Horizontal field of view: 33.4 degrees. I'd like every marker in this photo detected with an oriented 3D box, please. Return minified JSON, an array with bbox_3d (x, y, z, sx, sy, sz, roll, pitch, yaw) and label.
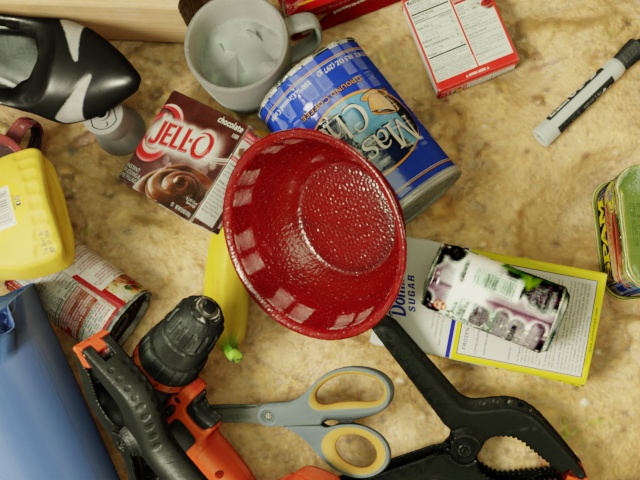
[{"bbox_3d":[0.228,-0.126,0.897,0.121,0.020,0.020,-43,82,-2],"label":"marker"}]

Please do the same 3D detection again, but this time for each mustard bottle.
[{"bbox_3d":[-0.288,0.003,0.811,0.191,0.058,0.096,-19,72,2],"label":"mustard bottle"}]

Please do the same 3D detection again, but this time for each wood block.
[{"bbox_3d":[-0.208,-0.226,0.905,0.206,0.090,0.091,3,83,5],"label":"wood block"}]

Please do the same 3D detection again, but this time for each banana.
[{"bbox_3d":[-0.067,0.009,0.878,0.037,0.070,0.198,16,69,-32],"label":"banana"}]

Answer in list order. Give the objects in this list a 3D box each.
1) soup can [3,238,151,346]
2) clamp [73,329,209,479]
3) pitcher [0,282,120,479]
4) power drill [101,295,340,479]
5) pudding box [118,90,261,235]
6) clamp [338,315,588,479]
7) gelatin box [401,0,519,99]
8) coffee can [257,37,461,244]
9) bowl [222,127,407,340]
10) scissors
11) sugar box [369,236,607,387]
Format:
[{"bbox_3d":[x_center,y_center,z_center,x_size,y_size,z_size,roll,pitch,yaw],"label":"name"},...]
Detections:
[{"bbox_3d":[-0.200,0.042,0.880,0.102,0.068,0.068,34,86,8],"label":"soup can"},{"bbox_3d":[-0.126,0.148,0.789,0.039,0.120,0.171,-39,115,-40],"label":"clamp"},{"bbox_3d":[-0.235,0.166,0.827,0.145,0.149,0.243,-24,97,5],"label":"pitcher"},{"bbox_3d":[-0.075,0.146,0.821,0.188,0.185,0.057,46,45,5],"label":"power drill"},{"bbox_3d":[-0.104,-0.065,0.875,0.114,0.039,0.090,29,87,41],"label":"pudding box"},{"bbox_3d":[0.105,0.168,0.850,0.210,0.036,0.165,23,105,-1],"label":"clamp"},{"bbox_3d":[0.118,-0.175,0.906,0.073,0.030,0.089,-22,81,2],"label":"gelatin box"},{"bbox_3d":[0.031,-0.077,0.862,0.103,0.103,0.140,-37,82,-2],"label":"coffee can"},{"bbox_3d":[0.006,-0.009,0.802,0.162,0.055,0.162,12,112,31],"label":"bowl"},{"bbox_3d":[-0.027,0.155,0.851,0.202,0.016,0.096,-21,88,25],"label":"scissors"},{"bbox_3d":[0.135,0.056,0.867,0.176,0.048,0.093,11,84,9],"label":"sugar box"}]
